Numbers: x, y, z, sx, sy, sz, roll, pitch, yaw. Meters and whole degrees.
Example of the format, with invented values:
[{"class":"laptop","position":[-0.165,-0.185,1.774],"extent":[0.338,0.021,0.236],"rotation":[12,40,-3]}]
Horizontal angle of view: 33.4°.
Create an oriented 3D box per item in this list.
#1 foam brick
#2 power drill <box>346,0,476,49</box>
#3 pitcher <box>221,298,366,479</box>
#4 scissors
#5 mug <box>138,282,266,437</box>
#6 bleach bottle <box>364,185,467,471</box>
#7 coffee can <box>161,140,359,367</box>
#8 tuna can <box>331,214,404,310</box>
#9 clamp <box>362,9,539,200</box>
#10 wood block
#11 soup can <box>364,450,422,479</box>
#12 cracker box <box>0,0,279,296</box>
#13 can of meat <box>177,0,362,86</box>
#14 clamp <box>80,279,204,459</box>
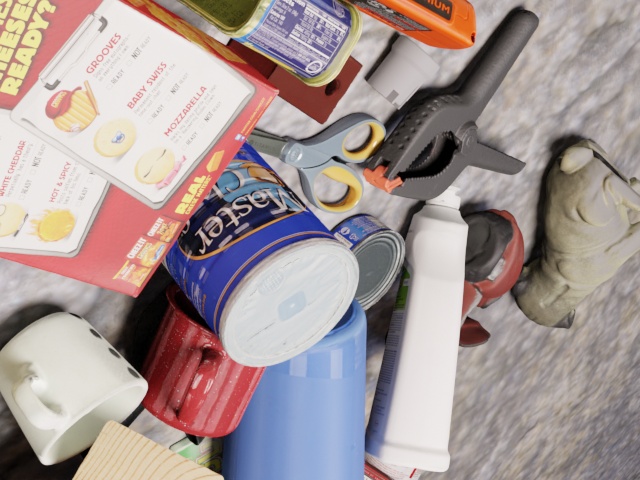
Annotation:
[{"class":"foam brick","position":[-0.019,-0.124,0.739],"extent":[0.053,0.051,0.078],"rotation":[-56,145,7]},{"class":"power drill","position":[0.092,-0.226,0.703],"extent":[0.184,0.057,0.187],"rotation":[19,89,-30]},{"class":"pitcher","position":[-0.017,0.155,0.916],"extent":[0.144,0.149,0.243],"rotation":[-4,118,-14]},{"class":"scissors","position":[-0.008,-0.081,0.820],"extent":[0.096,0.016,0.201],"rotation":[-53,145,-2]},{"class":"mug","position":[-0.082,0.090,0.757],"extent":[0.093,0.117,0.081],"rotation":[23,105,-9]},{"class":"bleach bottle","position":[0.094,0.073,0.957],"extent":[0.068,0.103,0.251],"rotation":[11,85,-9]},{"class":"coffee can","position":[-0.055,0.001,0.719],"extent":[0.102,0.140,0.103],"rotation":[-25,141,-22]},{"class":"tuna can","position":[0.033,0.020,0.939],"extent":[0.086,0.034,0.086],"rotation":[-29,139,-29]},{"class":"clamp","position":[0.119,-0.102,0.917],"extent":[0.209,0.036,0.165],"rotation":[-26,131,-37]},{"class":"wood block","position":[-0.139,0.218,0.785],"extent":[0.090,0.091,0.206],"rotation":[-61,177,-28]},{"class":"soup can","position":[0.078,0.235,1.149],"extent":[0.068,0.069,0.102],"rotation":[7,115,-51]},{"class":"cracker box","position":[-0.150,-0.071,0.604],"extent":[0.213,0.072,0.164],"rotation":[23,107,-50]},{"class":"can of meat","position":[-0.038,-0.147,0.656],"extent":[0.083,0.102,0.057],"rotation":[19,106,-51]},{"class":"clamp","position":[-0.125,0.100,0.828],"extent":[0.120,0.039,0.171],"rotation":[-14,124,-47]}]
